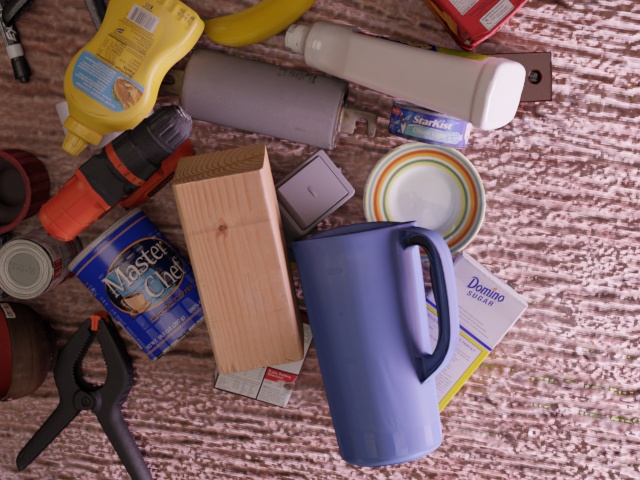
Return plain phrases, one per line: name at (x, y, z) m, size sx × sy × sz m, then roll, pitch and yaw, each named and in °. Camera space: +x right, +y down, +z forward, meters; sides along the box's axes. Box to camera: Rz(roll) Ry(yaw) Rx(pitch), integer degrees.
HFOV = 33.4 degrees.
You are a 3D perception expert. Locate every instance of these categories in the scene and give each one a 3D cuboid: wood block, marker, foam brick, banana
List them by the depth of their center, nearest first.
wood block at (-0.079, 0.019, 1.075) m, size 0.091 × 0.090 × 0.206 m, roll -10°, pitch 111°, yaw 2°
foam brick at (0.200, -0.170, 1.113) m, size 0.078 × 0.051 × 0.053 m, roll -2°, pitch 98°, yaw 7°
banana at (-0.048, -0.259, 1.134) m, size 0.198 × 0.037 × 0.069 m, roll -29°, pitch 95°, yaw 10°
marker at (-0.345, -0.234, 1.181) m, size 0.020 × 0.020 × 0.121 m, roll -16°, pitch 97°, yaw 8°

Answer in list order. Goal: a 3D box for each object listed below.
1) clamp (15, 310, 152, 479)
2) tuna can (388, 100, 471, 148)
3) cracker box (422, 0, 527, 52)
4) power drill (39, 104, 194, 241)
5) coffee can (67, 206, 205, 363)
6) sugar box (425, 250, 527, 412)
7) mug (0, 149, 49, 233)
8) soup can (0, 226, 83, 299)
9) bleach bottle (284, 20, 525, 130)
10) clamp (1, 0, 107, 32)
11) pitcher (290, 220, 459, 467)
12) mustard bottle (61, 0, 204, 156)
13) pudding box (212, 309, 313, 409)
clamp at (-0.275, 0.186, 1.232) m, size 0.164 × 0.036 × 0.210 m, roll 1°, pitch 97°, yaw 8°
tuna can at (0.114, -0.121, 1.114) m, size 0.086 × 0.086 × 0.034 m, roll 12°, pitch 102°, yaw 4°
cracker box at (0.102, -0.286, 1.049) m, size 0.072 × 0.164 × 0.213 m, roll -43°, pitch 93°, yaw 9°
power drill at (-0.190, -0.079, 1.103) m, size 0.184 × 0.187 × 0.057 m, roll -37°, pitch 92°, yaw 12°
coffee can at (-0.191, 0.048, 1.166) m, size 0.103 × 0.102 × 0.140 m, roll -41°, pitch 93°, yaw 11°
sugar box at (0.136, 0.107, 1.169) m, size 0.093 × 0.048 × 0.176 m, roll 39°, pitch 98°, yaw 2°
mug at (-0.360, -0.052, 1.180) m, size 0.117 × 0.081 × 0.093 m, roll -31°, pitch 95°, yaw 10°
soup can at (-0.309, 0.022, 1.176) m, size 0.068 × 0.102 × 0.068 m, roll 1°, pitch 99°, yaw 6°
bleach bottle at (0.073, -0.177, 1.080) m, size 0.251 × 0.102 × 0.068 m, roll 20°, pitch 108°, yaw 24°
clamp at (-0.283, -0.299, 1.151) m, size 0.120 × 0.039 × 0.171 m, roll 1°, pitch 94°, yaw -9°
pitcher at (0.062, 0.101, 1.093) m, size 0.145 × 0.149 × 0.243 m, roll -11°, pitch 91°, yaw -8°
mustard bottle at (-0.208, -0.171, 1.101) m, size 0.096 × 0.058 × 0.191 m, roll 33°, pitch 90°, yaw 8°
pudding box at (-0.062, 0.122, 1.183) m, size 0.090 × 0.039 × 0.113 m, roll 18°, pitch 107°, yaw -7°
